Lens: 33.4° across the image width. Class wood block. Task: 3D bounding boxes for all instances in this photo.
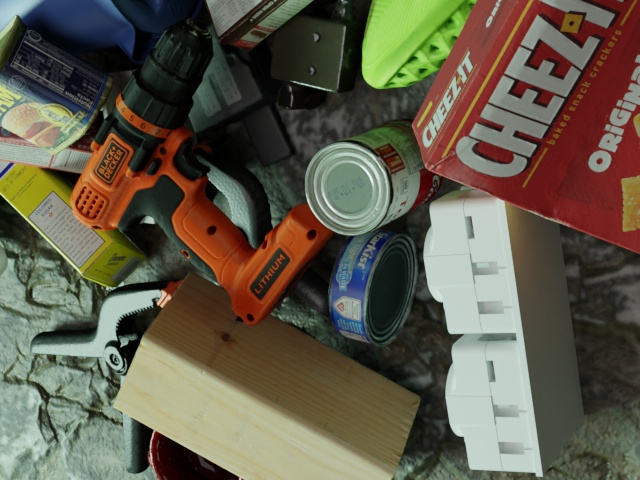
[{"bbox_3d":[-0.039,0.124,0.822,0.206,0.090,0.090,29,127,1],"label":"wood block"}]

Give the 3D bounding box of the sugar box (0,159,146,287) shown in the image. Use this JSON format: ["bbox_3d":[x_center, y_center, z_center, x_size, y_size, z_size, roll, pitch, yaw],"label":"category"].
[{"bbox_3d":[-0.235,-0.036,0.921,0.048,0.093,0.176,-45,78,-2],"label":"sugar box"}]

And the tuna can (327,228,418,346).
[{"bbox_3d":[0.040,0.034,0.794,0.034,0.086,0.086,13,109,28],"label":"tuna can"}]

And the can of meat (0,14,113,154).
[{"bbox_3d":[-0.216,-0.114,0.809,0.083,0.057,0.102,29,155,-26],"label":"can of meat"}]

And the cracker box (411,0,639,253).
[{"bbox_3d":[0.187,-0.084,0.631,0.213,0.072,0.164,20,118,-14],"label":"cracker box"}]

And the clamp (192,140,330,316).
[{"bbox_3d":[-0.056,0.001,0.842,0.120,0.039,0.171,-12,104,25],"label":"clamp"}]

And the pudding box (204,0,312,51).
[{"bbox_3d":[-0.049,-0.209,0.769,0.090,0.039,0.113,-32,67,35],"label":"pudding box"}]

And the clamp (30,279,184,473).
[{"bbox_3d":[-0.180,0.096,0.953,0.164,0.036,0.210,42,127,12],"label":"clamp"}]

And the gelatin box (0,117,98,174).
[{"bbox_3d":[-0.231,-0.096,0.891,0.030,0.089,0.073,-57,36,39],"label":"gelatin box"}]

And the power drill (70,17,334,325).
[{"bbox_3d":[-0.079,-0.043,0.785,0.188,0.057,0.185,39,119,8],"label":"power drill"}]

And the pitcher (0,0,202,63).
[{"bbox_3d":[-0.222,-0.215,0.853,0.243,0.149,0.145,-7,133,33],"label":"pitcher"}]

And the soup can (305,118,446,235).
[{"bbox_3d":[0.041,-0.047,0.761,0.069,0.102,0.068,8,107,27],"label":"soup can"}]

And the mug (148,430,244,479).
[{"bbox_3d":[-0.093,0.175,0.909,0.117,0.081,0.093,-15,96,31],"label":"mug"}]
